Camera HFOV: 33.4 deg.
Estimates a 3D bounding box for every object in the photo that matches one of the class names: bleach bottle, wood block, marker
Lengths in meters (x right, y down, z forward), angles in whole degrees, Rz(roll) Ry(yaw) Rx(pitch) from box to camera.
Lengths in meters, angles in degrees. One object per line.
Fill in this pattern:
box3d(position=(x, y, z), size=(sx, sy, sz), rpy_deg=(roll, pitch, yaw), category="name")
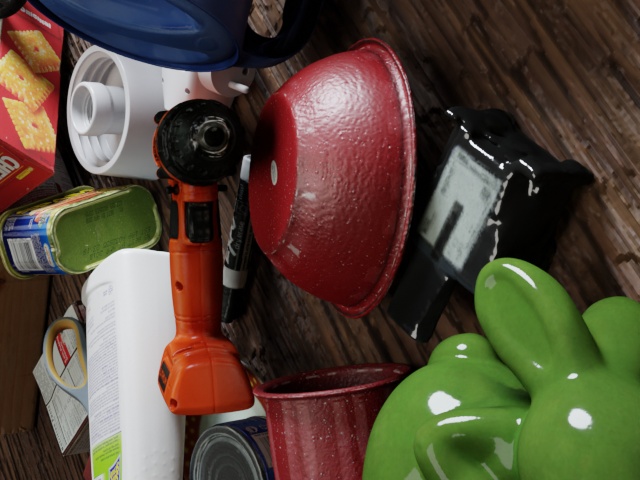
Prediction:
box3d(position=(-0.130, 0.138, 0.750), size=(0.103, 0.068, 0.251), rpy_deg=(-40, 48, 54), category="bleach bottle")
box3d(position=(-0.317, 0.073, 1.001), size=(0.090, 0.090, 0.206), rpy_deg=(25, 111, 46), category="wood block")
box3d(position=(-0.055, 0.001, 0.739), size=(0.020, 0.020, 0.121), rpy_deg=(30, 115, 45), category="marker")

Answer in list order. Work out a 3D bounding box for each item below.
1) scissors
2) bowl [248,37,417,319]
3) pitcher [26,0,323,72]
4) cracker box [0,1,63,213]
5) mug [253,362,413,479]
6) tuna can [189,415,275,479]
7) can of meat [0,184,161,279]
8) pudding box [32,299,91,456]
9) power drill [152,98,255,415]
box3d(position=(-0.149, 0.129, 0.811), size=(0.202, 0.096, 0.016), rpy_deg=(55, 169, 31), category="scissors")
box3d(position=(-0.002, -0.037, 0.607), size=(0.162, 0.055, 0.162), rpy_deg=(-178, 90, -70), category="bowl")
box3d(position=(-0.067, -0.227, 0.628), size=(0.145, 0.149, 0.243), rpy_deg=(12, 78, 23), category="pitcher")
box3d(position=(-0.294, -0.106, 0.896), size=(0.164, 0.072, 0.213), rpy_deg=(-32, 44, 25), category="cracker box")
box3d(position=(0.024, 0.117, 0.610), size=(0.117, 0.093, 0.081), rpy_deg=(-8, 91, 14), category="mug")
box3d(position=(-0.049, 0.159, 0.697), size=(0.086, 0.033, 0.086), rpy_deg=(4, 95, 48), category="tuna can")
box3d(position=(-0.187, -0.008, 0.833), size=(0.084, 0.101, 0.057), rpy_deg=(-2, 107, 47), category="can of meat")
box3d(position=(-0.198, 0.115, 0.903), size=(0.114, 0.039, 0.090), rpy_deg=(-54, 54, 39), category="pudding box")
box3d(position=(-0.072, 0.008, 0.655), size=(0.184, 0.057, 0.188), rpy_deg=(-162, 71, -79), category="power drill")
